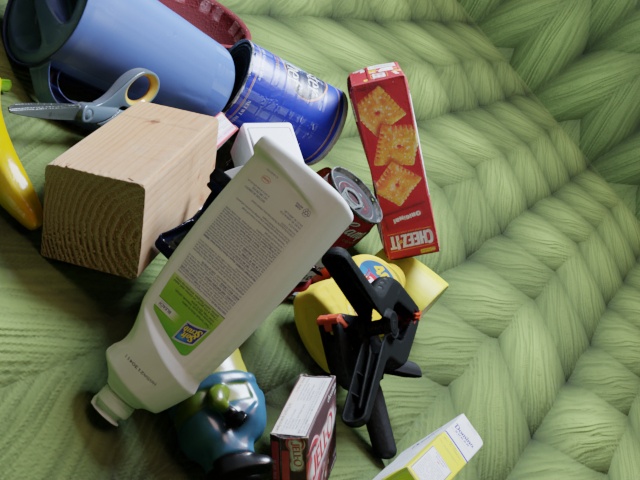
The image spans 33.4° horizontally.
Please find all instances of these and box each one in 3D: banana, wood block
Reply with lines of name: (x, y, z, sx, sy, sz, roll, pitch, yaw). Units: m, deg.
banana: (-0.287, -0.095, 0.949, 0.069, 0.037, 0.198, 21, 36, -43)
wood block: (-0.170, -0.054, 0.986, 0.091, 0.090, 0.206, 13, 24, 8)

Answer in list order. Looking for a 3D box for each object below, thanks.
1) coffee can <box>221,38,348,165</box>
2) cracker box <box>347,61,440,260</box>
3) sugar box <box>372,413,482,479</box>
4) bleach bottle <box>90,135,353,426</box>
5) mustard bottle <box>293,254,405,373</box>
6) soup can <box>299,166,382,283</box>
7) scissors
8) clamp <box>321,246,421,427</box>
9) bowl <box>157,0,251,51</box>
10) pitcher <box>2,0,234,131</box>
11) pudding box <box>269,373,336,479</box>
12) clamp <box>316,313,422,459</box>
coffee can: (-0.052, -0.163, 1.273, 0.140, 0.103, 0.103, 25, 33, -29)
cracker box: (0.086, -0.101, 1.299, 0.164, 0.072, 0.214, -89, 167, -75)
sugar box: (0.092, 0.232, 1.046, 0.048, 0.093, 0.176, 56, 25, 10)
bleach bottle: (-0.091, 0.040, 0.852, 0.103, 0.251, 0.068, 41, -6, 22)
mustard bottle: (0.046, 0.069, 1.201, 0.191, 0.058, 0.096, -33, 98, -55)
soup can: (0.000, -0.014, 1.033, 0.068, 0.102, 0.068, 38, 26, -23)
scissors: (-0.218, -0.141, 1.040, 0.016, 0.096, 0.201, 25, 0, 26)
clamp: (0.055, 0.095, 1.047, 0.209, 0.036, 0.164, 12, 73, -66)
bowl: (-0.170, -0.266, 1.345, 0.162, 0.055, 0.162, 23, 28, -13)
pitcher: (-0.208, -0.197, 1.145, 0.242, 0.149, 0.145, 24, 19, -50)
pudding box: (-0.014, 0.183, 0.946, 0.039, 0.090, 0.113, 4, 22, 10)
clamp: (0.054, 0.130, 1.112, 0.171, 0.039, 0.120, 63, 33, -27)
